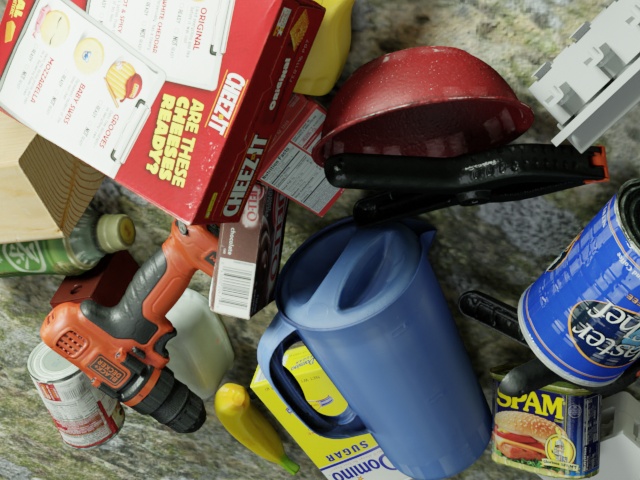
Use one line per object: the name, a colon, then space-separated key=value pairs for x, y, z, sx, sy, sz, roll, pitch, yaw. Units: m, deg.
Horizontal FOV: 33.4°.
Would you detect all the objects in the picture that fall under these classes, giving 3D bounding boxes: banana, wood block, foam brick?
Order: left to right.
wood block: x=-0.314 y=-0.054 z=0.962 sx=0.206 sy=0.090 sz=0.090 roll=-5 pitch=130 yaw=24
foam brick: x=-0.214 y=0.048 z=1.029 sx=0.053 sy=0.078 sz=0.051 roll=-9 pitch=129 yaw=27
banana: x=-0.074 y=0.186 z=1.107 sx=0.070 sy=0.037 sz=0.197 roll=17 pitch=156 yaw=27

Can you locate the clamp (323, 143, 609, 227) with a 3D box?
clamp: x=0.107 y=-0.047 z=0.800 sx=0.210 sy=0.036 sz=0.164 roll=-8 pitch=169 yaw=15

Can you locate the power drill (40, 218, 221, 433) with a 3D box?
power drill: x=-0.131 y=0.076 z=0.977 sx=0.188 sy=0.057 sz=0.184 roll=-45 pitch=117 yaw=9

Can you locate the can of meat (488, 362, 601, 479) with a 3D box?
can of meat: x=0.200 y=0.160 z=0.951 sx=0.102 sy=0.057 sz=0.084 roll=7 pitch=100 yaw=43

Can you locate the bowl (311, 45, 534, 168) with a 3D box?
bowl: x=0.069 y=-0.097 z=0.770 sx=0.162 sy=0.055 sz=0.162 roll=-8 pitch=168 yaw=-2

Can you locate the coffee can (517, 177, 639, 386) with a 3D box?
coffee can: x=0.233 y=0.035 z=0.829 sx=0.102 sy=0.102 sz=0.140 roll=27 pitch=135 yaw=-5

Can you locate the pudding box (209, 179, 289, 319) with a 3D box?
pudding box: x=-0.056 y=0.001 z=0.884 sx=0.039 sy=0.090 sz=0.113 roll=12 pitch=100 yaw=11

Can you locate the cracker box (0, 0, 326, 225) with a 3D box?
cracker box: x=-0.122 y=-0.129 z=0.741 sx=0.214 sy=0.072 sz=0.164 roll=29 pitch=105 yaw=24

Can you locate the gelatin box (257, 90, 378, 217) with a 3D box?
gelatin box: x=-0.008 y=-0.067 z=0.830 sx=0.073 sy=0.030 sz=0.089 roll=-50 pitch=138 yaw=10

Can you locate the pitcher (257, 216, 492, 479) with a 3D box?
pitcher: x=0.058 y=0.109 z=0.943 sx=0.149 sy=0.145 sz=0.242 roll=-10 pitch=130 yaw=25

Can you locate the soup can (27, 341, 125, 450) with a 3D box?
soup can: x=-0.240 y=0.148 z=1.052 sx=0.069 sy=0.068 sz=0.102 roll=2 pitch=131 yaw=19

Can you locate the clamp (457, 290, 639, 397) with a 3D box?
clamp: x=0.202 y=0.099 z=0.891 sx=0.171 sy=0.120 sz=0.039 roll=13 pitch=127 yaw=-12

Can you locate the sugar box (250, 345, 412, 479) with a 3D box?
sugar box: x=0.017 y=0.178 z=1.057 sx=0.093 sy=0.048 sz=0.176 roll=-18 pitch=121 yaw=30
